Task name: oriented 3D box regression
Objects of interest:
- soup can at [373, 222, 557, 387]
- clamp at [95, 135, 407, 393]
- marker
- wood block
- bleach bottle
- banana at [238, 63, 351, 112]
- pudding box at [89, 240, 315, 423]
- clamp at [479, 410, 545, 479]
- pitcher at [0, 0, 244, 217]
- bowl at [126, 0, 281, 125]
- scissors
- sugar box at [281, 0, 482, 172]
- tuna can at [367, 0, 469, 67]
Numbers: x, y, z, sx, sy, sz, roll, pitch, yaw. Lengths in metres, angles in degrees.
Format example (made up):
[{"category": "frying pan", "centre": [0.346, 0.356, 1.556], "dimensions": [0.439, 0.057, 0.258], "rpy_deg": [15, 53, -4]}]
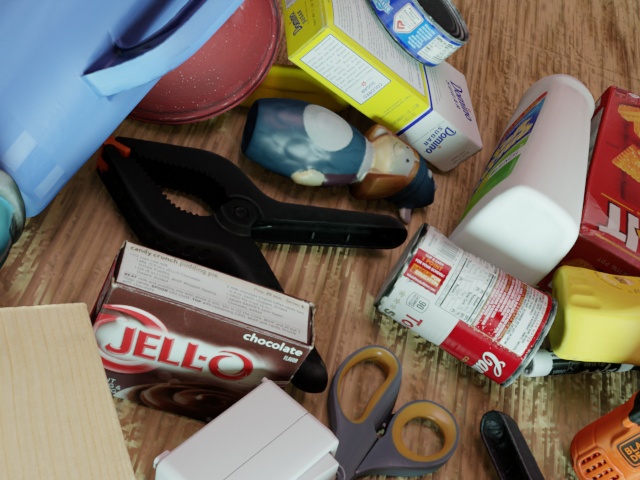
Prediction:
[{"category": "soup can", "centre": [0.095, 0.042, 0.705], "dimensions": [0.102, 0.069, 0.068], "rpy_deg": [31, 43, 1]}, {"category": "clamp", "centre": [-0.054, 0.001, 0.682], "dimensions": [0.210, 0.036, 0.164], "rpy_deg": [26, 43, -3]}, {"category": "marker", "centre": [0.193, 0.085, 0.755], "dimensions": [0.120, 0.020, 0.020], "rpy_deg": [1, 50, -28]}, {"category": "wood block", "centre": [-0.132, 0.138, 0.473], "dimensions": [0.090, 0.090, 0.206], "rpy_deg": [-2, 52, -31]}, {"category": "bleach bottle", "centre": [0.164, -0.059, 0.828], "dimensions": [0.068, 0.103, 0.250], "rpy_deg": [37, 36, -6]}, {"category": "banana", "centre": [-0.040, -0.122, 0.809], "dimensions": [0.197, 0.037, 0.070], "rpy_deg": [-1, 29, -32]}, {"category": "pudding box", "centre": [-0.071, 0.056, 0.583], "dimensions": [0.113, 0.090, 0.039], "rpy_deg": [17, 44, -15]}, {"category": "clamp", "centre": [0.134, 0.178, 0.622], "dimensions": [0.171, 0.039, 0.120], "rpy_deg": [40, 48, 1]}, {"category": "pitcher", "centre": [-0.133, -0.134, 0.628], "dimensions": [0.145, 0.149, 0.242], "rpy_deg": [36, 74, -5]}, {"category": "bowl", "centre": [-0.106, -0.165, 0.744], "dimensions": [0.162, 0.055, 0.162], "rpy_deg": [2, 71, -6]}, {"category": "scissors", "centre": [0.024, 0.141, 0.612], "dimensions": [0.096, 0.016, 0.201], "rpy_deg": [28, 43, -3]}, {"category": "sugar box", "centre": [0.047, -0.131, 0.812], "dimensions": [0.176, 0.048, 0.093], "rpy_deg": [34, 35, -35]}, {"category": "tuna can", "centre": [0.073, -0.174, 0.813], "dimensions": [0.086, 0.034, 0.086], "rpy_deg": [38, 30, -27]}]
